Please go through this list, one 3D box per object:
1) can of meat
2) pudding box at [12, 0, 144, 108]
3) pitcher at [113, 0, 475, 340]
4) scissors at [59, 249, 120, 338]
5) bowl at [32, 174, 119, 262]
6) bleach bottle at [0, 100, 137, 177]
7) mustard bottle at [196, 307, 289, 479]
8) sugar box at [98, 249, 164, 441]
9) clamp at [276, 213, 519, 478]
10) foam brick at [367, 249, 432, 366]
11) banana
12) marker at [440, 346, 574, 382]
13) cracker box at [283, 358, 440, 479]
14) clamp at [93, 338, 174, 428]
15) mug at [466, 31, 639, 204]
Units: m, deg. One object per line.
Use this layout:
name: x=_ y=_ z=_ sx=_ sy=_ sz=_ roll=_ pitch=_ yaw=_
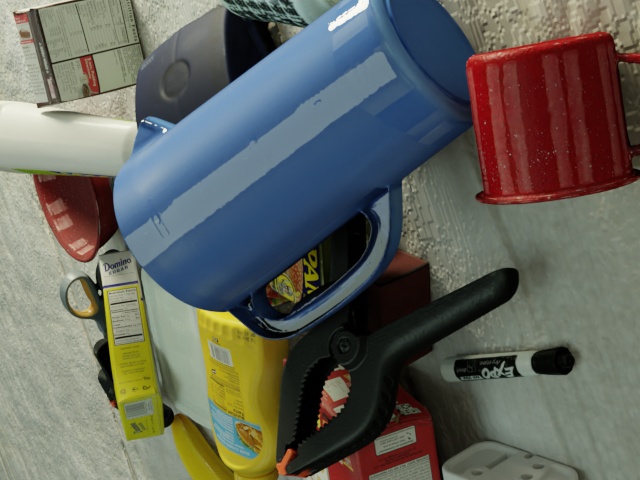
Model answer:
can of meat: x=0.000 y=0.008 z=0.839 sx=0.084 sy=0.057 sz=0.102 roll=27 pitch=128 yaw=48
pudding box: x=-0.218 y=-0.178 z=0.983 sx=0.039 sy=0.113 sz=0.090 roll=0 pitch=108 yaw=41
pitcher: x=-0.009 y=-0.053 z=0.702 sx=0.243 sy=0.149 sz=0.145 roll=-34 pitch=37 yaw=33
scissors: x=-0.234 y=0.079 z=1.222 sx=0.016 sy=0.096 sz=0.201 roll=33 pitch=164 yaw=30
bowl: x=-0.253 y=-0.060 z=1.147 sx=0.162 sy=0.055 sz=0.162 roll=31 pitch=131 yaw=44
bleach bottle: x=-0.186 y=-0.084 z=0.970 sx=0.251 sy=0.102 sz=0.068 roll=8 pitch=95 yaw=31
mustard bottle: x=-0.063 y=0.145 z=0.944 sx=0.096 sy=0.058 sz=0.192 roll=18 pitch=119 yaw=45
sugar box: x=-0.198 y=0.108 z=1.109 sx=0.093 sy=0.048 sz=0.176 roll=97 pitch=159 yaw=-54
clamp: x=0.035 y=0.073 z=0.724 sx=0.165 sy=0.036 sz=0.210 roll=24 pitch=92 yaw=42
foam brick: x=0.048 y=0.052 z=0.800 sx=0.053 sy=0.051 sz=0.078 roll=24 pitch=127 yaw=45
banana: x=-0.100 y=0.250 z=1.134 sx=0.198 sy=0.037 sz=0.070 roll=23 pitch=107 yaw=45
marker: x=0.128 y=0.086 z=0.737 sx=0.121 sy=0.020 sz=0.020 roll=-15 pitch=96 yaw=56
cracker box: x=0.041 y=0.207 z=0.848 sx=0.164 sy=0.072 sz=0.214 roll=-144 pitch=41 yaw=-65
clamp: x=-0.215 y=0.179 z=1.225 sx=0.120 sy=0.039 sz=0.171 roll=52 pitch=162 yaw=10
mug: x=0.137 y=-0.070 z=0.588 sx=0.117 sy=0.093 sz=0.081 roll=-6 pitch=100 yaw=23
